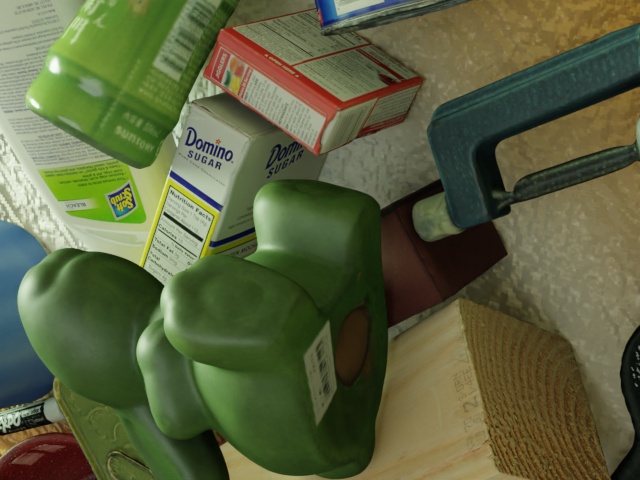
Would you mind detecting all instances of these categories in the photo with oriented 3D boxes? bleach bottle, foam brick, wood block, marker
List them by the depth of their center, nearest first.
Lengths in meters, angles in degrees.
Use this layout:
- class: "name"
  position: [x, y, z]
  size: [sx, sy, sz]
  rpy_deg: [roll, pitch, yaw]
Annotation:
- class: "foam brick"
  position: [0.047, 0.005, 0.531]
  size: [0.053, 0.078, 0.051]
  rpy_deg: [-30, 88, 38]
- class: "wood block"
  position: [0.033, 0.123, 0.552]
  size: [0.206, 0.090, 0.090]
  rpy_deg: [-37, 48, 36]
- class: "bleach bottle"
  position: [-0.135, -0.060, 0.607]
  size: [0.103, 0.068, 0.251]
  rpy_deg: [-4, 121, 24]
- class: "marker"
  position: [-0.223, 0.131, 0.779]
  size: [0.121, 0.020, 0.020]
  rpy_deg: [-19, 95, 35]

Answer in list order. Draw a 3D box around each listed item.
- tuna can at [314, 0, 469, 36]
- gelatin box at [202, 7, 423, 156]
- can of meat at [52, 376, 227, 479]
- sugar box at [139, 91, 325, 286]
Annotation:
- class: "tuna can"
  position: [0.038, -0.120, 0.490]
  size: [0.086, 0.086, 0.034]
  rpy_deg: [-8, 100, 34]
- class: "gelatin box"
  position: [-0.002, -0.080, 0.526]
  size: [0.073, 0.089, 0.030]
  rpy_deg: [36, 123, 18]
- class: "can of meat"
  position: [-0.100, 0.105, 0.652]
  size: [0.058, 0.083, 0.102]
  rpy_deg: [-29, 89, 35]
- class: "sugar box"
  position: [-0.054, 0.001, 0.584]
  size: [0.048, 0.093, 0.176]
  rpy_deg: [31, 119, 21]
